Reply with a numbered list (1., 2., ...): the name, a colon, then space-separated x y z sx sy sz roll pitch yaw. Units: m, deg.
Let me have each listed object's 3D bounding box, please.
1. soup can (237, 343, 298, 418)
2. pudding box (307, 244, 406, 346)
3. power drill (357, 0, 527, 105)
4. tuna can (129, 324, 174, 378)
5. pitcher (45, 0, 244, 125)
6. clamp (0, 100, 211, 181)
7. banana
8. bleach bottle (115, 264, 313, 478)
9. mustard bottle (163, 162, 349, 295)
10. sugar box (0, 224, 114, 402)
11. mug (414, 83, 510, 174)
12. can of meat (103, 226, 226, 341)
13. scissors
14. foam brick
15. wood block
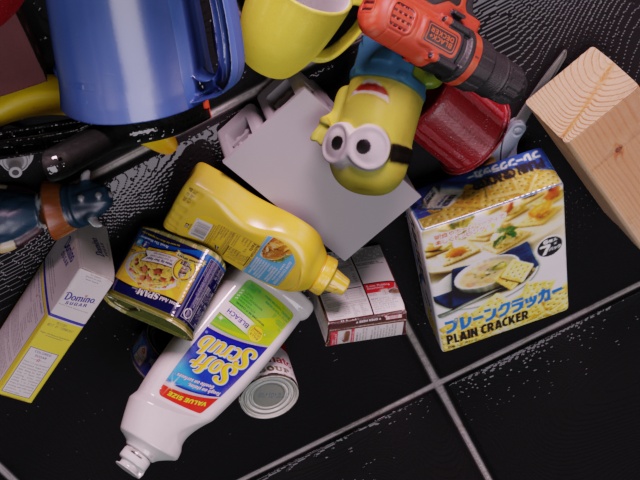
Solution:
1. soup can: -0.067 0.139 1.186 0.068 0.102 0.068 -8 128 -11
2. pudding box: 0.036 0.057 1.149 0.090 0.113 0.039 -8 131 -10
3. power drill: 0.136 -0.230 0.944 0.184 0.057 0.187 22 86 -32
4. tuna can: -0.162 0.127 1.159 0.086 0.086 0.034 25 114 -31
5. pitcher: -0.154 -0.222 0.851 0.149 0.145 0.243 -12 120 -13
6. clamp: -0.178 -0.092 0.909 0.209 0.165 0.036 -19 112 -28
7. banana: -0.224 -0.117 0.979 0.197 0.037 0.070 0 114 -26
8. bleach bottle: -0.116 0.137 1.098 0.102 0.068 0.250 41 68 -14
9. mustard bottle: -0.057 0.001 1.061 0.191 0.058 0.096 30 143 -7
10. sugar box: -0.270 0.069 1.077 0.048 0.093 0.176 26 116 -32
11. mug: 0.132 -0.135 1.056 0.081 0.093 0.117 34 80 -29
12. can of meat: -0.156 0.041 1.069 0.084 0.102 0.057 -64 160 -17
13. scissors: 0.216 -0.106 1.143 0.096 0.016 0.202 31 113 -35
14. foam brick: -0.275 -0.173 0.917 0.051 0.053 0.078 -19 130 -2
15. wood block: 0.316 -0.092 1.126 0.091 0.090 0.205 -39 130 9
